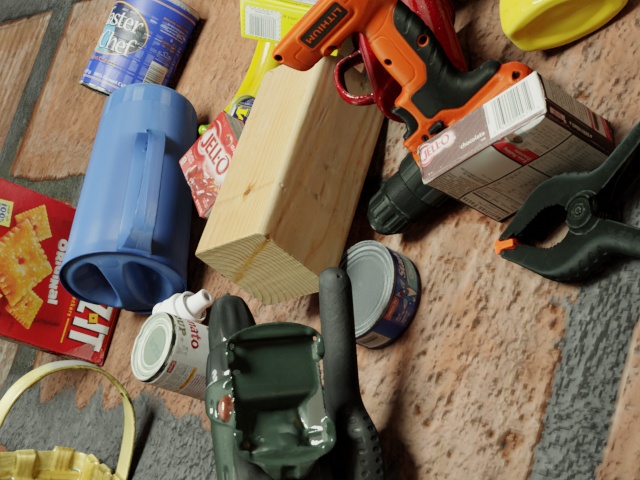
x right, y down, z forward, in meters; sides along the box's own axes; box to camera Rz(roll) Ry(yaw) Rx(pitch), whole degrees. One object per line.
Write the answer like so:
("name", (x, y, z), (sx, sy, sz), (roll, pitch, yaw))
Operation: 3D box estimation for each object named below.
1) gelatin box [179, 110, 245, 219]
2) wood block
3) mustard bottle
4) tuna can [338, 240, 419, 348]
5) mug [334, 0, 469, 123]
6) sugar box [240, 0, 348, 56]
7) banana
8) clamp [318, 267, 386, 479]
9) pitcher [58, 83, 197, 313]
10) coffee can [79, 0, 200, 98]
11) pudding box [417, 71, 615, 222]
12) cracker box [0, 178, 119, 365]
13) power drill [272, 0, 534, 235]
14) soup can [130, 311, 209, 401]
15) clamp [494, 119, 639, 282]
("gelatin box", (-0.097, -0.072, 1.036), (0.073, 0.030, 0.089), (-46, 44, 22))
("wood block", (-0.022, -0.059, 0.944), (0.091, 0.090, 0.206), (-17, 45, 45))
("mustard bottle", (0.185, -0.248, 0.851), (0.096, 0.058, 0.191), (-24, 51, 35))
("tuna can", (0.041, 0.045, 0.885), (0.086, 0.033, 0.086), (-29, 49, 40))
("mug", (0.068, -0.150, 0.909), (0.117, 0.093, 0.081), (-18, 56, 9))
("sugar box", (0.000, -0.236, 0.981), (0.176, 0.093, 0.048), (-61, -19, -49))
("banana", (-0.063, -0.182, 1.125), (0.037, 0.069, 0.198), (20, 79, 19))
("clamp", (0.012, 0.148, 0.838), (0.165, 0.036, 0.210), (116, 145, -56))
("pitcher", (-0.196, -0.055, 1.164), (0.149, 0.145, 0.243), (-13, 55, 24))
("coffee can", (-0.224, -0.237, 1.325), (0.103, 0.102, 0.140), (23, 89, 54))
("pudding box", (0.141, -0.064, 0.774), (0.114, 0.089, 0.039), (-30, 51, 38))
("cracker box", (-0.323, 0.035, 1.200), (0.072, 0.213, 0.164), (0, 71, 50))
("power drill", (0.055, -0.112, 0.840), (0.185, 0.187, 0.057), (-44, 12, 25))
("soup can", (-0.115, 0.112, 0.987), (0.069, 0.102, 0.068), (-29, 49, 40))
("clamp", (0.192, -0.010, 0.723), (0.172, 0.039, 0.120), (-39, 42, 43))
